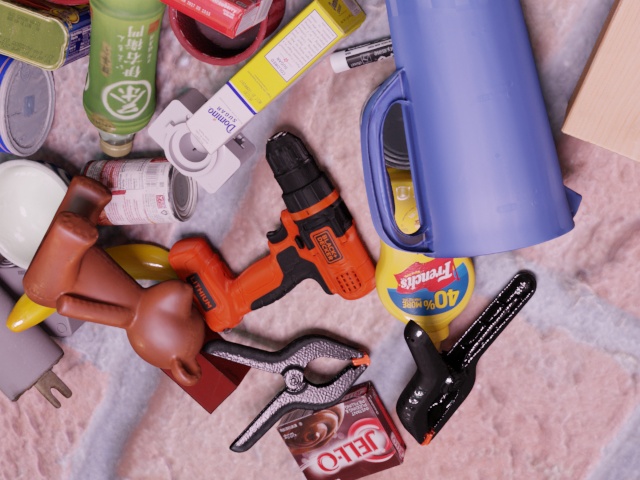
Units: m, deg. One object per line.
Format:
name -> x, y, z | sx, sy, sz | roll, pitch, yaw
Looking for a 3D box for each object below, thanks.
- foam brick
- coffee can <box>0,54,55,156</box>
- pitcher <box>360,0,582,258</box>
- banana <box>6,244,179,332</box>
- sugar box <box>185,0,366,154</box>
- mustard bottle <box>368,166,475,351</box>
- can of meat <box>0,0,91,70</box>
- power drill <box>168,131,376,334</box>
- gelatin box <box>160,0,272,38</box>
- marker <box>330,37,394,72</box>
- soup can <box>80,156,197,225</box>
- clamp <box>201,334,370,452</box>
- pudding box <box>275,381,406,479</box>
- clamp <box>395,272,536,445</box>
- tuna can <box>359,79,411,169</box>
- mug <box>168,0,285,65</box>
foam brick -> -0.123, 0.136, 1.148 | 0.078, 0.053, 0.051 | 43, 116, -3
coffee can -> -0.354, -0.145, 1.074 | 0.140, 0.102, 0.103 | 9, 114, 13
pitcher -> 0.119, -0.108, 0.903 | 0.145, 0.149, 0.243 | -8, 99, 33
banana -> -0.233, 0.042, 1.116 | 0.197, 0.070, 0.037 | -14, 140, -8
sugar box -> -0.042, -0.157, 0.981 | 0.176, 0.093, 0.048 | -36, 98, 25
mustard bottle -> 0.100, 0.024, 1.031 | 0.096, 0.058, 0.191 | -7, 112, -2
can of meat -> -0.271, -0.208, 1.034 | 0.102, 0.083, 0.057 | 20, 116, 8
power drill -> -0.057, 0.001, 1.070 | 0.188, 0.057, 0.184 | -24, 103, 24
gelatin box -> -0.085, -0.204, 0.884 | 0.073, 0.089, 0.030 | 29, 116, 3
marker -> 0.068, -0.179, 0.982 | 0.121, 0.020, 0.020 | -13, 107, 21
soup can -> -0.184, -0.050, 1.081 | 0.102, 0.068, 0.068 | -2, 111, 16
clamp -> -0.037, 0.135, 1.103 | 0.171, 0.039, 0.120 | -24, 100, -4
pudding box -> 0.023, 0.211, 1.143 | 0.114, 0.039, 0.090 | -23, 104, 24
clamp -> 0.116, 0.127, 1.037 | 0.036, 0.164, 0.210 | 47, 131, 32
tuna can -> 0.081, -0.112, 0.996 | 0.086, 0.033, 0.086 | 6, 113, 14
mug -> -0.075, -0.223, 0.971 | 0.093, 0.081, 0.117 | 34, 117, 1
